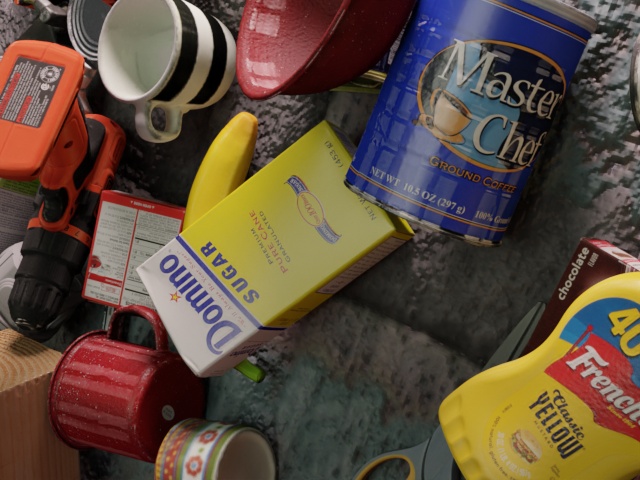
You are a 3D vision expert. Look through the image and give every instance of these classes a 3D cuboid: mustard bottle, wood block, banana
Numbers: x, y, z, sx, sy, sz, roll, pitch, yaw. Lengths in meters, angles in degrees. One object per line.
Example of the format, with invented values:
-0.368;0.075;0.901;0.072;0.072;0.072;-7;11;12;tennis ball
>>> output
0.154;0.072;0.538;0.192;0.058;0.096;-43;66;28;mustard bottle
-0.247;0.187;0.831;0.090;0.090;0.206;17;115;37;wood block
-0.072;0.006;0.786;0.070;0.037;0.198;-5;84;19;banana

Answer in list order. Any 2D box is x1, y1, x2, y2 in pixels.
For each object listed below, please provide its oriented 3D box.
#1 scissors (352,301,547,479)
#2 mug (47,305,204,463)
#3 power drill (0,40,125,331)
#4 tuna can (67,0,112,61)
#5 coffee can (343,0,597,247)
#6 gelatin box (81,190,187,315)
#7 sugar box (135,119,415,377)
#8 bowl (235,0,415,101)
0.091;0.136;0.659;0.202;0.016;0.096;-45;63;26;scissors
-0.139;0.107;0.794;0.082;0.093;0.117;7;89;33;mug
-0.201;-0.042;0.780;0.057;0.188;0.184;12;67;3;power drill
-0.167;-0.187;0.875;0.086;0.033;0.086;-4;84;37;tuna can
0.086;-0.080;0.626;0.103;0.102;0.140;30;105;36;coffee can
-0.140;0.012;0.827;0.073;0.030;0.089;14;95;17;gelatin box
-0.034;0.009;0.723;0.176;0.048;0.093;-37;71;15;sugar box
0.012;-0.148;0.627;0.162;0.055;0.162;-42;37;43;bowl
